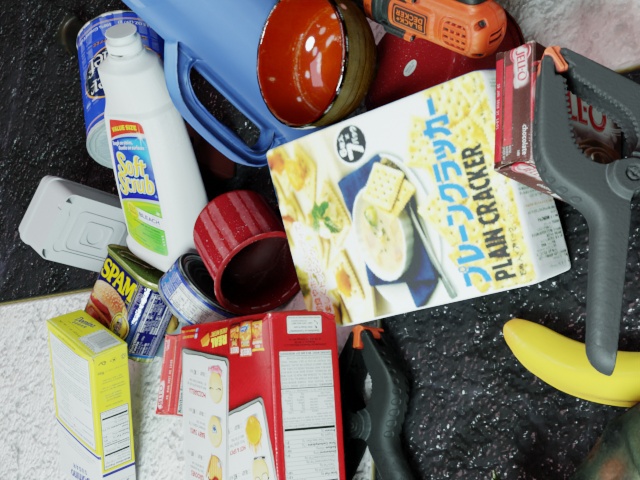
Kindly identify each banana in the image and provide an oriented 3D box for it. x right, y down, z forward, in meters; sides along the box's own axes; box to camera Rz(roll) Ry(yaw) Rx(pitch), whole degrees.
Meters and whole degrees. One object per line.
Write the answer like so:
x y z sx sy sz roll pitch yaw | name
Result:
0.209 0.081 0.727 0.198 0.037 0.069 -9 53 40 | banana

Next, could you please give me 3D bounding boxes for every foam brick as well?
-0.130 -0.087 1.088 0.078 0.051 0.053 -15 66 40 | foam brick

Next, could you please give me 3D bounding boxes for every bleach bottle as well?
-0.161 -0.086 0.997 0.103 0.251 0.068 27 51 37 | bleach bottle

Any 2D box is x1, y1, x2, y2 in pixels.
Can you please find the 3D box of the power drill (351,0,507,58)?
0.064 -0.243 0.805 0.185 0.188 0.057 29 52 29 | power drill

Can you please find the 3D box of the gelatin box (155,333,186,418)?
-0.104 0.127 0.966 0.030 0.089 0.073 -8 71 44 | gelatin box

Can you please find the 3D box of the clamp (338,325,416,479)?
0.031 0.158 0.867 0.120 0.039 0.171 -19 64 35 | clamp

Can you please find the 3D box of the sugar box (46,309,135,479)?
-0.223 0.166 1.045 0.093 0.048 0.176 28 128 45 | sugar box

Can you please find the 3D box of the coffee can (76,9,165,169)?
-0.205 -0.161 1.149 0.103 0.102 0.140 -32 56 32 | coffee can

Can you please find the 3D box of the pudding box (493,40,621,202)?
0.170 -0.079 0.760 0.039 0.113 0.090 -10 69 44 | pudding box

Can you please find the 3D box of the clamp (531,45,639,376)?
0.191 -0.029 0.681 0.164 0.036 0.210 -34 77 -9 | clamp

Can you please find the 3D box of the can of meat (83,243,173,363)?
-0.189 0.063 1.069 0.102 0.057 0.084 35 105 46 | can of meat

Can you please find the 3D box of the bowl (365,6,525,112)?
0.091 -0.138 0.896 0.162 0.055 0.162 -16 67 39 | bowl

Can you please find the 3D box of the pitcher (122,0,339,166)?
-0.077 -0.187 0.932 0.145 0.242 0.149 -31 47 23 | pitcher

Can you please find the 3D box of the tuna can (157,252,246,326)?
-0.108 0.051 0.998 0.034 0.086 0.086 -49 49 18 | tuna can

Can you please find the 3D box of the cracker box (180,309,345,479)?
-0.048 0.169 0.868 0.164 0.072 0.214 -15 77 57 | cracker box

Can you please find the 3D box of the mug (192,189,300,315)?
-0.056 0.001 0.974 0.117 0.093 0.082 -30 45 -5 | mug
